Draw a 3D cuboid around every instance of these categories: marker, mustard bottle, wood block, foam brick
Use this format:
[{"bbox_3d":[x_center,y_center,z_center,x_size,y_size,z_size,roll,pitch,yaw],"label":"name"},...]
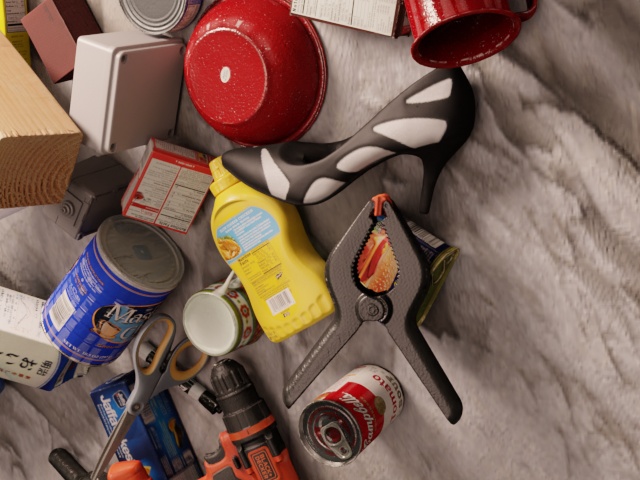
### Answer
[{"bbox_3d":[-0.157,0.155,1.196,0.121,0.020,0.020,35,119,16],"label":"marker"},{"bbox_3d":[-0.057,0.001,1.070,0.096,0.058,0.191,-32,88,37],"label":"mustard bottle"},{"bbox_3d":[-0.334,-0.131,1.076,0.206,0.090,0.090,48,128,31],"label":"wood block"},{"bbox_3d":[-0.267,-0.214,1.129,0.053,0.051,0.078,-26,91,32],"label":"foam brick"}]

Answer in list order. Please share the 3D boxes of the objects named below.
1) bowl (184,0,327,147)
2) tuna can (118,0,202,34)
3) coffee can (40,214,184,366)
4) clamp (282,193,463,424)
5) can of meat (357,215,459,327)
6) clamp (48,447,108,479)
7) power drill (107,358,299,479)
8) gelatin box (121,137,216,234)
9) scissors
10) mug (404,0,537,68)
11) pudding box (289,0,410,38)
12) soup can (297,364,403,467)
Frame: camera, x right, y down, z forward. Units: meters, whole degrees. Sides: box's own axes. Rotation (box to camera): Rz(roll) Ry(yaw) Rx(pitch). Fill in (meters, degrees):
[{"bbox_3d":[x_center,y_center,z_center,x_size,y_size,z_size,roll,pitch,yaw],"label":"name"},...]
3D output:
[{"bbox_3d":[-0.076,-0.162,1.035,0.162,0.055,0.162,9,108,27],"label":"bowl"},{"bbox_3d":[-0.160,-0.250,1.067,0.086,0.033,0.086,9,109,27],"label":"tuna can"},{"bbox_3d":[-0.226,0.055,1.156,0.103,0.102,0.140,47,122,9],"label":"coffee can"},{"bbox_3d":[0.059,0.066,0.956,0.164,0.036,0.210,10,99,9],"label":"clamp"},{"bbox_3d":[0.070,0.029,1.009,0.084,0.057,0.102,35,119,19],"label":"can of meat"},{"bbox_3d":[-0.275,0.301,1.275,0.172,0.039,0.120,-22,96,52],"label":"clamp"},{"bbox_3d":[-0.129,0.239,1.145,0.188,0.057,0.184,-25,90,7],"label":"power drill"},{"bbox_3d":[-0.157,-0.056,1.105,0.073,0.030,0.089,16,123,-24],"label":"gelatin box"},{"bbox_3d":[-0.182,0.175,1.166,0.016,0.096,0.202,39,115,58],"label":"scissors"},{"bbox_3d":[0.123,-0.203,0.889,0.117,0.093,0.081,-9,72,-8],"label":"mug"},{"bbox_3d":[0.032,-0.237,0.961,0.114,0.039,0.090,19,114,25],"label":"pudding box"},{"bbox_3d":[0.032,0.169,1.045,0.069,0.102,0.068,9,109,27],"label":"soup can"}]
